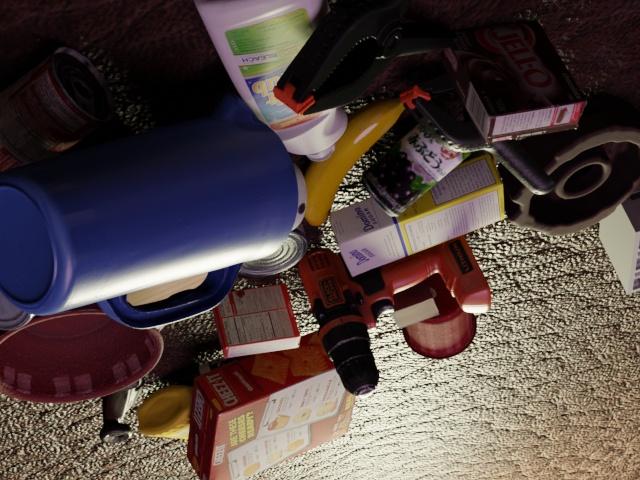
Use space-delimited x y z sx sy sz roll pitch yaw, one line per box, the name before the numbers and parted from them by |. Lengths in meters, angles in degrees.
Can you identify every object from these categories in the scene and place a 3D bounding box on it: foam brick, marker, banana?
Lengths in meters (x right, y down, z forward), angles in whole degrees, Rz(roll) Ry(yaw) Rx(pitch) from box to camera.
foam brick | 0.098 0.052 1.229 0.051 0.078 0.053 -22 150 6
marker | -0.120 0.154 1.336 0.121 0.020 0.020 -19 148 2
banana | 0.023 -0.075 1.037 0.069 0.037 0.198 8 140 -34

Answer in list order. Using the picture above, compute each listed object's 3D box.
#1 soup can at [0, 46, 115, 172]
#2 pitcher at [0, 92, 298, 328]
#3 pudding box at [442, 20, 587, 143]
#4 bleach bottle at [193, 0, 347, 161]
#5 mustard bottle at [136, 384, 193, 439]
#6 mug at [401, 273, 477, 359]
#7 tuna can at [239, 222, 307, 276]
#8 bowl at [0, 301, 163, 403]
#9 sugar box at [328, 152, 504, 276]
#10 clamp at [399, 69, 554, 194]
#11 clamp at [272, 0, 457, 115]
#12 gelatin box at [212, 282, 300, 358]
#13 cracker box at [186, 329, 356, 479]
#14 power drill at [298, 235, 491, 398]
soup can | -0.225 -0.099 0.854 0.102 0.068 0.068 -31 146 21
pitcher | -0.141 -0.013 0.845 0.145 0.149 0.242 -34 171 41
pudding box | 0.167 -0.141 0.934 0.090 0.113 0.039 -11 145 -11
bleach bottle | -0.022 -0.144 0.885 0.102 0.068 0.250 -13 151 9
mustard bottle | -0.141 0.231 1.399 0.096 0.058 0.191 -30 151 28
mug | 0.149 0.076 1.292 0.117 0.093 0.081 -43 148 -18
tuna can | -0.057 0.001 1.118 0.086 0.034 0.086 -12 148 -8
bowl | -0.228 0.087 0.975 0.162 0.055 0.162 -11 146 -8
sugar box | 0.101 -0.025 1.104 0.176 0.048 0.093 -18 155 3
clamp | 0.155 -0.106 0.991 0.171 0.120 0.039 2 166 -21
clamp | 0.048 -0.162 0.844 0.209 0.036 0.164 -44 155 -16
gelatin box | -0.074 0.091 1.210 0.089 0.073 0.030 -8 147 -15
cracker box | -0.056 0.205 1.327 0.213 0.072 0.164 -18 139 -28
power drill | 0.084 0.066 1.148 0.187 0.184 0.057 -17 147 -6
